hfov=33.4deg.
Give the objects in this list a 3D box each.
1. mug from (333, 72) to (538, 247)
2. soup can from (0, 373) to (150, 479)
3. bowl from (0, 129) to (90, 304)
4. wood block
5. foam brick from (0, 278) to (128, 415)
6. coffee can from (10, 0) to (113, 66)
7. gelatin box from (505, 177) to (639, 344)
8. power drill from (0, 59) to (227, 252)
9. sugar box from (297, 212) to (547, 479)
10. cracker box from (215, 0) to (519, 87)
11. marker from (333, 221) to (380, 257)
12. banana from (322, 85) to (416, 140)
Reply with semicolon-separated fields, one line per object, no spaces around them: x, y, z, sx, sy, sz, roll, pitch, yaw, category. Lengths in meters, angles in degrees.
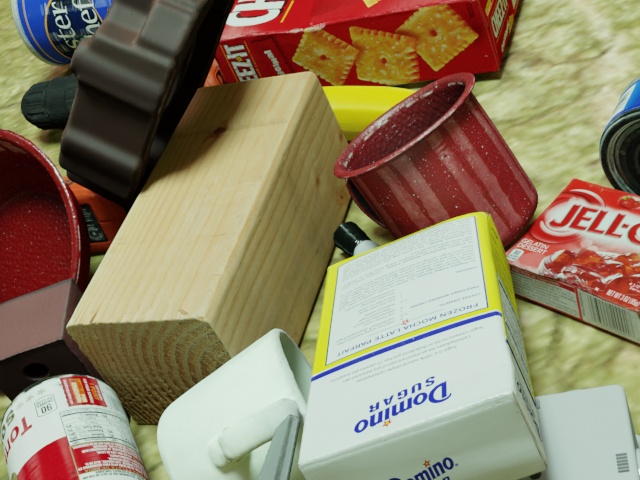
0.060;-0.031;0.606;0.117;0.081;0.093;-17;26;50;mug
-0.123;0.124;0.546;0.068;0.068;0.102;-30;39;-6;soup can
-0.205;0.010;0.695;0.162;0.055;0.162;-1;87;26;bowl
-0.054;0.000;0.635;0.091;0.090;0.206;-4;43;26;wood block
-0.149;0.071;0.614;0.053;0.078;0.051;-20;39;10;foam brick
-0.183;-0.210;0.934;0.140;0.102;0.102;0;45;28;coffee can
0.151;0.008;0.564;0.089;0.030;0.073;23;58;43;gelatin box
-0.176;-0.071;0.807;0.185;0.057;0.187;-6;42;23;power drill
0.046;0.052;0.491;0.093;0.048;0.176;-21;24;15;sugar box
0.041;-0.188;0.814;0.214;0.072;0.164;-3;43;26;cracker box
0.042;0.020;0.617;0.020;0.020;0.121;-34;39;-11;marker
0.012;-0.081;0.729;0.198;0.037;0.069;-1;32;22;banana
